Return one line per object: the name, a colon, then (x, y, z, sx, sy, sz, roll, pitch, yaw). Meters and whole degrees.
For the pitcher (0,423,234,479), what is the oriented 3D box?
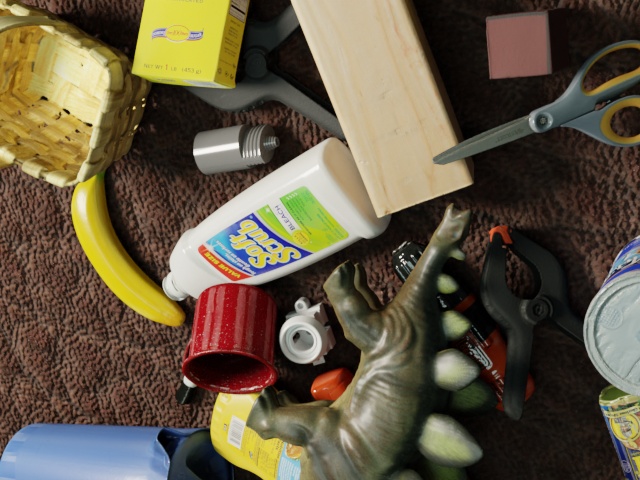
pitcher: (-0.222, 0.270, 1.161, 0.243, 0.144, 0.149, 0, 81, 27)

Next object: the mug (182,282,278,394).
mug: (-0.093, 0.099, 1.056, 0.093, 0.081, 0.117, 30, 138, -33)

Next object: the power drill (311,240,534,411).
power drill: (0.082, 0.115, 1.016, 0.188, 0.057, 0.184, -39, 87, 27)

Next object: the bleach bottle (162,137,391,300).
bleach bottle: (-0.057, 0.001, 1.043, 0.251, 0.068, 0.102, -31, 107, 32)

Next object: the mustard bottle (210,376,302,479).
mustard bottle: (-0.024, 0.213, 1.063, 0.192, 0.058, 0.096, 28, 116, 32)

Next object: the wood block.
wood block: (0.055, -0.137, 0.923, 0.090, 0.090, 0.206, -20, 101, 12)

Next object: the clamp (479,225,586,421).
clamp: (0.202, 0.064, 0.952, 0.120, 0.039, 0.171, -14, 89, -11)

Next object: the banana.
banana: (-0.214, 0.012, 1.130, 0.070, 0.037, 0.198, -25, 93, 28)

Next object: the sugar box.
sugar box: (-0.112, -0.232, 0.984, 0.093, 0.048, 0.176, 9, 91, 24)

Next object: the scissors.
scissors: (0.199, -0.088, 0.887, 0.202, 0.016, 0.096, -36, 103, 1)

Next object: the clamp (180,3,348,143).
clamp: (-0.050, -0.179, 1.006, 0.210, 0.036, 0.164, 7, 105, 18)

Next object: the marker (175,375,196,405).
marker: (-0.127, 0.126, 1.133, 0.020, 0.020, 0.121, 32, 115, 13)

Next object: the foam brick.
foam brick: (0.174, -0.165, 0.889, 0.051, 0.078, 0.053, -1, 101, 24)
